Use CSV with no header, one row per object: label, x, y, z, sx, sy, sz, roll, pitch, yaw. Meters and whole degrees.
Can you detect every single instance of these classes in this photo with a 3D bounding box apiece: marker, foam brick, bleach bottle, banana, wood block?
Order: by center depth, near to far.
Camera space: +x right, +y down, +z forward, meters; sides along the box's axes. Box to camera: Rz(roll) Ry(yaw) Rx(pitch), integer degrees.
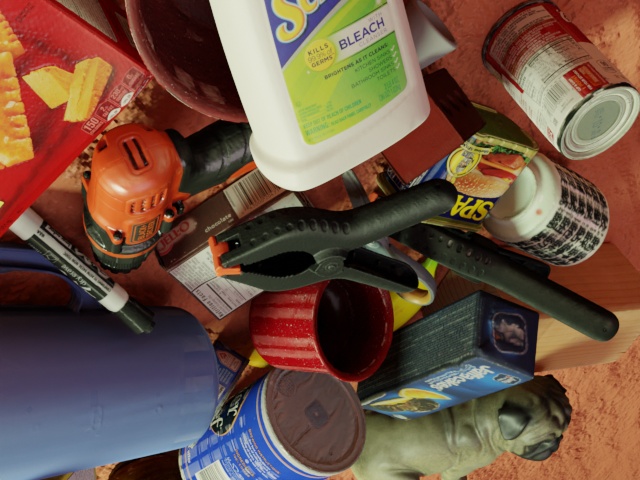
bleach bottle,-0.023,-0.151,0.515,0.102,0.068,0.251,-30,127,-12
marker,-0.155,0.022,0.706,0.020,0.020,0.121,-40,114,13
foam brick,0.072,-0.080,0.731,0.051,0.053,0.078,-36,-179,25
banana,0.025,0.069,0.937,0.197,0.037,0.069,-30,126,-5
wood block,0.215,0.066,1.024,0.205,0.090,0.091,-2,136,-36

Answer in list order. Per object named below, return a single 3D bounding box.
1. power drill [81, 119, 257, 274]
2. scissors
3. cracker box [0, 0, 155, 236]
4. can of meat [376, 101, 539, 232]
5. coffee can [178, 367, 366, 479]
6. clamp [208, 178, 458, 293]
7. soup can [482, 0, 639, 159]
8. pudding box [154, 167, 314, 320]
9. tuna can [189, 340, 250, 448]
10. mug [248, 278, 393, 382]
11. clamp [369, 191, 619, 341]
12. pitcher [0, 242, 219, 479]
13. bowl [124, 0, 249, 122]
power drill,-0.063,-0.044,0.684,0.187,0.057,0.185,-26,171,-19
scissors,0.027,-0.002,0.822,0.201,0.096,0.016,47,58,-47
cracker box,-0.212,-0.091,0.530,0.164,0.072,0.213,-42,143,14
can of meat,0.107,-0.059,0.821,0.101,0.057,0.084,9,126,-43
coffee can,-0.043,0.172,0.916,0.102,0.103,0.141,4,151,-39
clamp,0.008,0.009,0.755,0.171,0.039,0.120,-8,140,-7
soup can,0.170,-0.115,0.759,0.068,0.102,0.068,-20,143,-16
pudding box,-0.055,0.001,0.789,0.113,0.039,0.090,-32,146,4
tuna can,-0.095,0.124,0.873,0.086,0.034,0.086,-56,-178,3
mug,0.006,0.062,0.849,0.082,0.093,0.117,-2,-177,44
clamp,0.128,0.013,0.875,0.210,0.164,0.036,24,98,-6
pitcher,-0.193,0.093,0.736,0.242,0.145,0.149,-1,147,-41
bowl,-0.036,-0.149,0.585,0.161,0.055,0.162,-14,125,-21
